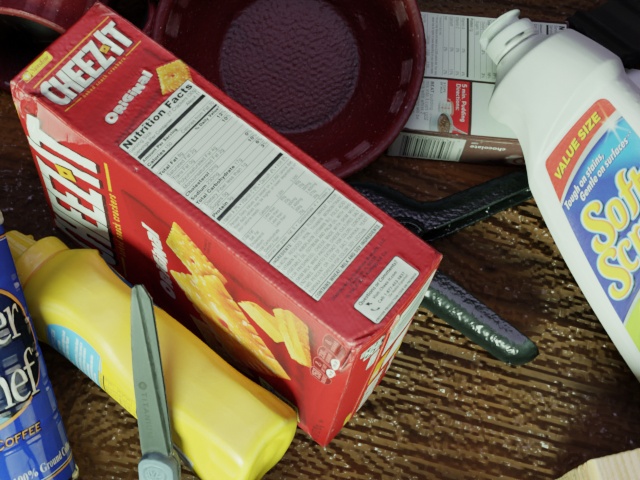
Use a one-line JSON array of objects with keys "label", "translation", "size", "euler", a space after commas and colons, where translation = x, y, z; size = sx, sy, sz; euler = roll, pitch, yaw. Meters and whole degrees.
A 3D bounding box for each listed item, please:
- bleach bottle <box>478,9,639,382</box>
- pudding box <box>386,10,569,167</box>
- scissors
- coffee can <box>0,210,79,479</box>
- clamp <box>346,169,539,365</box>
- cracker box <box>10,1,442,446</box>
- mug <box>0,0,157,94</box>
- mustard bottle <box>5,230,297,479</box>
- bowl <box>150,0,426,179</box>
[{"label": "bleach bottle", "translation": [0.166, -0.019, 0.601], "size": [0.103, 0.068, 0.251], "euler": [-39, 77, 25]}, {"label": "pudding box", "translation": [0.100, -0.096, 0.672], "size": [0.113, 0.039, 0.090], "euler": [5, 69, -3]}, {"label": "scissors", "translation": [-0.061, 0.122, 0.516], "size": [0.096, 0.202, 0.016], "euler": [17, 25, 8]}, {"label": "coffee can", "translation": [-0.188, 0.065, 0.523], "size": [0.102, 0.103, 0.140], "euler": [-16, 98, -9]}, {"label": "clamp", "translation": [0.053, 0.015, 0.627], "size": [0.171, 0.039, 0.120], "euler": [-2, 63, 0]}, {"label": "cracker box", "translation": [-0.054, 0.001, 0.559], "size": [0.214, 0.164, 0.072], "euler": [37, 67, 11]}, {"label": "mug", "translation": [-0.156, -0.141, 0.651], "size": [0.117, 0.093, 0.081], "euler": [8, 63, 7]}, {"label": "mustard bottle", "translation": [-0.101, 0.059, 0.571], "size": [0.192, 0.096, 0.058], "euler": [38, 71, 12]}, {"label": "bowl", "translation": [-0.019, -0.111, 0.646], "size": [0.162, 0.055, 0.162], "euler": [0, 93, 0]}]
